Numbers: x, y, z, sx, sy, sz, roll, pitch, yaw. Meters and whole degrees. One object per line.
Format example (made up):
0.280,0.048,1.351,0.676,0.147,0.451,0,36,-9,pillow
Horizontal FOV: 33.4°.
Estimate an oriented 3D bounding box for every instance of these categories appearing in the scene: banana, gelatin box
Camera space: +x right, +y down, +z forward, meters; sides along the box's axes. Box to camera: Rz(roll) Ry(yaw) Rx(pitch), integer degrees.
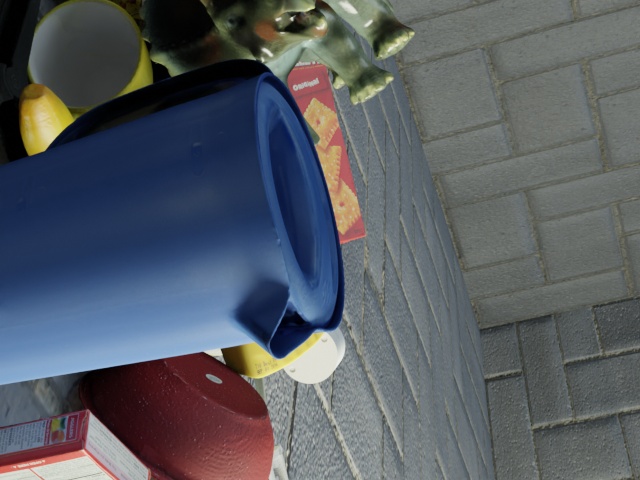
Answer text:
-0.162,-0.066,0.731,0.197,0.037,0.069,-18,117,-78,banana
-0.154,0.139,0.645,0.089,0.073,0.030,61,21,-50,gelatin box

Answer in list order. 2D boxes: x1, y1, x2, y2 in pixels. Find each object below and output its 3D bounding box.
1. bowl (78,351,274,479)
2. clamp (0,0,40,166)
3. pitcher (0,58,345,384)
-0.090,0.121,0.767,0.162,0.055,0.162,33,8,-6,bowl
-0.219,-0.106,0.691,0.164,0.036,0.210,34,44,-71,clamp
-0.116,-0.002,0.565,0.149,0.243,0.145,-50,126,-74,pitcher
